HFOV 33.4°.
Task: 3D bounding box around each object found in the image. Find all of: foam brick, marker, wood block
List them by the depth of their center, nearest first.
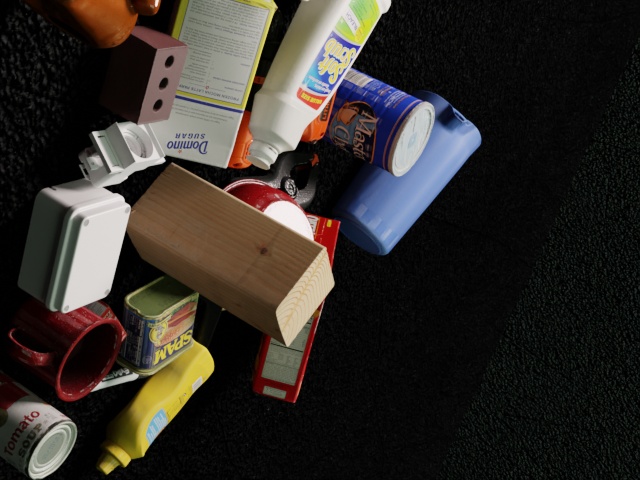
[{"bbox_3d":[-0.166,-0.156,0.999,0.052,0.051,0.078,-23,137,-58],"label":"foam brick"},{"bbox_3d":[-0.099,0.013,1.146,0.090,0.206,0.090,-52,156,-21],"label":"wood block"},{"bbox_3d":[-0.240,0.162,1.268,0.121,0.020,0.020,-3,120,-65],"label":"marker"}]

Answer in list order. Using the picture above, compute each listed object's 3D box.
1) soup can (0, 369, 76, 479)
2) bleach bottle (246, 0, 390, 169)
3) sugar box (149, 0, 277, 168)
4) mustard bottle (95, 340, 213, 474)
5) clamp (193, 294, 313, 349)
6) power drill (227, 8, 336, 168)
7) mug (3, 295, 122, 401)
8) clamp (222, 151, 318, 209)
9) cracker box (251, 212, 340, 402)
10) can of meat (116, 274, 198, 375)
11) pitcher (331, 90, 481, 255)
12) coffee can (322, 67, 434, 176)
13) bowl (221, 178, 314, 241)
[{"bbox_3d":[-0.298,0.180,1.045,0.068,0.102,0.068,-47,155,-31],"label":"soup can"},{"bbox_3d":[-0.010,-0.188,1.163,0.250,0.068,0.102,-64,152,-14],"label":"bleach bottle"},{"bbox_3d":[-0.114,-0.166,1.052,0.048,0.093,0.176,-111,-142,-59],"label":"sugar box"},{"bbox_3d":[-0.212,0.212,1.337,0.191,0.058,0.096,-51,170,-24],"label":"mustard bottle"},{"bbox_3d":[-0.122,0.061,1.316,0.165,0.036,0.209,-25,134,13],"label":"clamp"},{"bbox_3d":[-0.047,-0.179,1.237,0.187,0.057,0.184,-15,126,-60],"label":"power drill"},{"bbox_3d":[-0.264,0.101,1.053,0.117,0.082,0.093,-10,125,-64],"label":"mug"},{"bbox_3d":[-0.048,-0.051,1.349,0.171,0.039,0.120,-38,114,-45],"label":"clamp"},{"bbox_3d":[-0.036,0.091,1.498,0.164,0.072,0.214,-79,-177,-60],"label":"cracker box"},{"bbox_3d":[-0.190,0.096,1.251,0.101,0.057,0.084,-33,143,-50],"label":"can of meat"},{"bbox_3d":[0.124,-0.099,1.640,0.242,0.145,0.149,-52,145,-13],"label":"pitcher"},{"bbox_3d":[0.062,-0.158,1.386,0.102,0.140,0.103,-48,155,-31],"label":"coffee can"},{"bbox_3d":[-0.058,0.002,1.260,0.161,0.055,0.162,12,73,-43],"label":"bowl"}]
